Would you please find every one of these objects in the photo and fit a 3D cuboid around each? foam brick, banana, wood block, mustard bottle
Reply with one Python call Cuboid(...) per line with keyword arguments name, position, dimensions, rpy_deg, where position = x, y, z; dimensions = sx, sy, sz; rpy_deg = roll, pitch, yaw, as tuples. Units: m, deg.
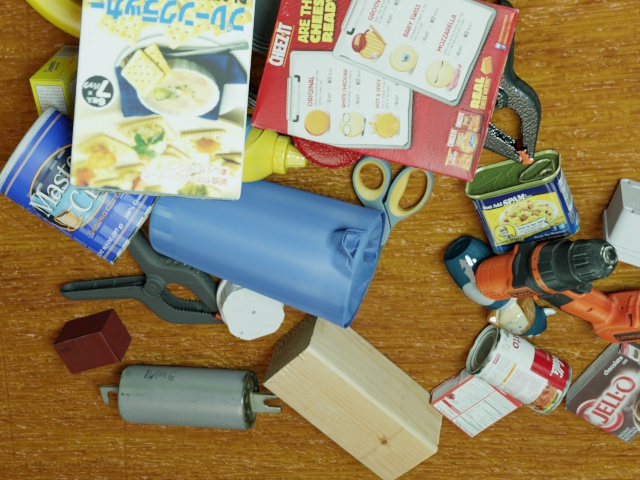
Cuboid(name="foam brick", position=(-0.291, 0.129, 1.363), dimensions=(0.078, 0.051, 0.053), rpy_deg=(-15, 118, 22))
Cuboid(name="banana", position=(-0.273, -0.262, 1.109), dimensions=(0.197, 0.037, 0.070), rpy_deg=(34, 107, -11))
Cuboid(name="wood block", position=(0.042, 0.188, 1.297), dimensions=(0.206, 0.090, 0.091), rpy_deg=(41, 122, -14))
Cuboid(name="mustard bottle", position=(-0.108, -0.102, 1.135), dimensions=(0.192, 0.096, 0.058), rpy_deg=(9, 125, 8))

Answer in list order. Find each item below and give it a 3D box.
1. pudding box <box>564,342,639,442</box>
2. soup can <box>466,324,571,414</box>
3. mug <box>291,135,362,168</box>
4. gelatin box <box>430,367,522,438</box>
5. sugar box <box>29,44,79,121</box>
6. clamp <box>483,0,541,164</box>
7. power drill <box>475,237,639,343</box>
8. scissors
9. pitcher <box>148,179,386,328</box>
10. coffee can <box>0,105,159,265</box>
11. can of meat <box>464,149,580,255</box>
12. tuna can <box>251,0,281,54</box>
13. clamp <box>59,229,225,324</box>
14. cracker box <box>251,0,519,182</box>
Cuboid(name="pudding box", position=(0.353, 0.174, 1.242), dimensions=(0.090, 0.039, 0.114), rpy_deg=(28, 125, -5))
Cuboid(name="soup can", position=(0.229, 0.148, 1.235), dimensions=(0.102, 0.068, 0.069), rpy_deg=(29, 125, -10))
Cuboid(name="mug", position=(0.005, -0.128, 1.099), dimensions=(0.117, 0.081, 0.093), rpy_deg=(5, 124, 10))
Cuboid(name="gelatin box", position=(0.189, 0.191, 1.300), dimensions=(0.073, 0.030, 0.089), rpy_deg=(39, 123, -15))
Cuboid(name="sugar box", position=(-0.263, -0.115, 1.167), dimensions=(0.048, 0.093, 0.176), rpy_deg=(5, 124, 12))
Cuboid(name="clamp", position=(0.160, -0.147, 1.075), dimensions=(0.120, 0.039, 0.171), rpy_deg=(-15, 114, 23))
Cuboid(name="power drill", position=(0.281, 0.050, 1.101), dimensions=(0.187, 0.057, 0.185), rpy_deg=(23, 162, -26))
Cuboid(name="scissors", position=(0.054, -0.020, 1.200), dimensions=(0.096, 0.016, 0.202), rpy_deg=(31, 125, -5))
Cuboid(name="pitcher", position=(-0.058, 0.001, 1.174), dimensions=(0.243, 0.144, 0.149), rpy_deg=(18, 117, 12))
Cuboid(name="coffee can", position=(-0.242, -0.055, 1.081), dimensions=(0.140, 0.102, 0.103), rpy_deg=(34, 124, -11))
Cuboid(name="can of meat", position=(0.215, -0.038, 1.124), dimensions=(0.102, 0.057, 0.084), rpy_deg=(-14, 121, 23))
Cuboid(name="tuna can", position=(-0.048, -0.233, 1.072), dimensions=(0.086, 0.033, 0.086), rpy_deg=(7, 124, 10))
Cuboid(name="clamp", position=(-0.209, 0.053, 1.299), dimensions=(0.210, 0.036, 0.165), rpy_deg=(32, 124, -11))
Cuboid(name="cracker box", position=(0.060, -0.159, 1.001), dimensions=(0.214, 0.072, 0.164), rpy_deg=(15, 94, 5))
